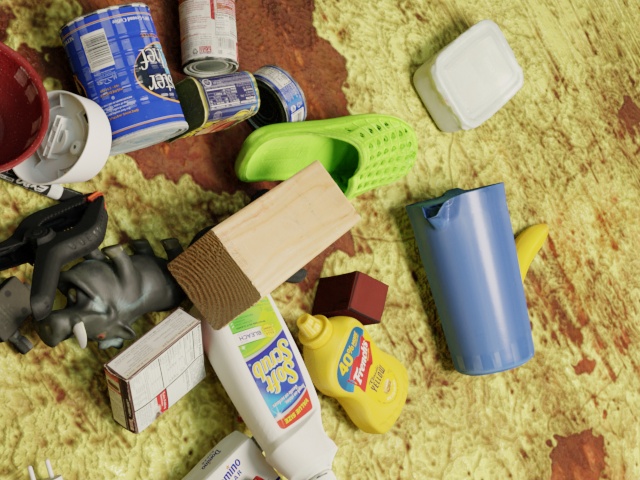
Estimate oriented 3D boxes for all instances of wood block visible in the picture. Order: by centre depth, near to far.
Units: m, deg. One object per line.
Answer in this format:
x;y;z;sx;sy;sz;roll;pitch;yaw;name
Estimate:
-0.057;0.002;1.173;0.090;0.091;0.205;53;40;0;wood block

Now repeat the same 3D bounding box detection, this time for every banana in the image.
0.283;0.049;1.525;0.069;0.037;0.197;43;58;-43;banana

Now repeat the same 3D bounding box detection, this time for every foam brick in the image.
0.036;0.073;1.306;0.051;0.078;0.053;26;68;-30;foam brick

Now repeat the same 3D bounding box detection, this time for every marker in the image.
-0.303;-0.061;1.119;0.121;0.020;0.020;23;67;-31;marker

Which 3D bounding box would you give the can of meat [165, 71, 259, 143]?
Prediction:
-0.130;-0.154;1.218;0.083;0.102;0.057;-17;90;-40;can of meat

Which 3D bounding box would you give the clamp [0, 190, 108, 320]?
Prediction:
-0.273;0.011;1.059;0.209;0.165;0.036;-39;133;-44;clamp

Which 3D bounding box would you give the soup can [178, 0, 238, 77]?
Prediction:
-0.132;-0.250;1.258;0.068;0.069;0.102;2;79;-37;soup can

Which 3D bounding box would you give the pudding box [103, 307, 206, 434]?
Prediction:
-0.173;0.138;1.131;0.113;0.039;0.090;-41;144;-37;pudding box

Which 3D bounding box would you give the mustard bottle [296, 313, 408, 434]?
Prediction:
0.032;0.146;1.272;0.191;0.058;0.096;47;55;-36;mustard bottle

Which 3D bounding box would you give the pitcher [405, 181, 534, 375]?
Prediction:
0.209;0.047;1.417;0.149;0.145;0.243;-15;93;-14;pitcher

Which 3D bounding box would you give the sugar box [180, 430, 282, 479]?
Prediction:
-0.072;0.302;1.169;0.093;0.048;0.176;-42;112;-21;sugar box

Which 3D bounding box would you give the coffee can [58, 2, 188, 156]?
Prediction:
-0.213;-0.173;1.157;0.102;0.103;0.140;-19;91;-38;coffee can

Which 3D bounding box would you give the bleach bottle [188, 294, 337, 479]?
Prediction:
-0.048;0.163;1.165;0.102;0.068;0.251;-14;62;-38;bleach bottle

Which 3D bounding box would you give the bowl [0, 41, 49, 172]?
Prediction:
-0.355;-0.126;1.059;0.161;0.055;0.162;11;63;-23;bowl

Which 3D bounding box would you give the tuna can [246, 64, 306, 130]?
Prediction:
-0.059;-0.166;1.282;0.033;0.086;0.086;-38;103;-34;tuna can
